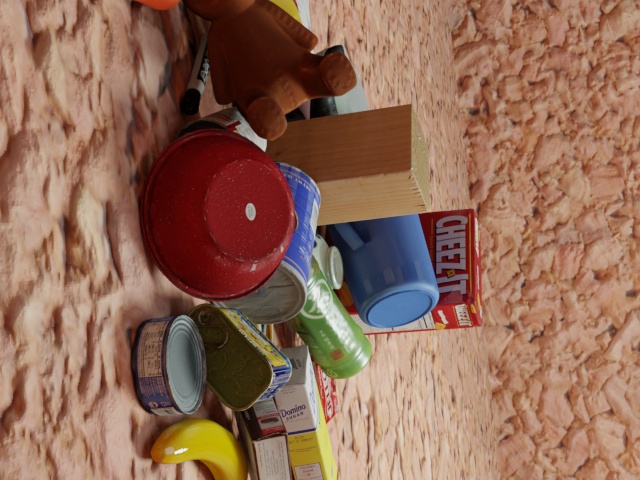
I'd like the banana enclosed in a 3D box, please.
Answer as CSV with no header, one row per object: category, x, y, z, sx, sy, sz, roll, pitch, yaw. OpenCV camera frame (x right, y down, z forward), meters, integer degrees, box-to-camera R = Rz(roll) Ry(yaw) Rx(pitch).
banana,-0.103,0.201,0.983,0.197,0.037,0.069,61,27,-55

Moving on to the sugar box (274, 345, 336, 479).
sugar box,-0.017,0.221,1.249,0.093,0.048,0.176,-88,169,-68

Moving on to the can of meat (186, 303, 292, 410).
can of meat,-0.080,0.107,1.002,0.102,0.057,0.084,45,7,12

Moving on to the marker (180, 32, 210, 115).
marker,-0.124,-0.170,1.093,0.020,0.020,0.121,68,22,-43

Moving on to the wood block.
wood block,0.012,-0.078,1.193,0.090,0.206,0.090,61,27,-54

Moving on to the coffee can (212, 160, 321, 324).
coffee can,-0.057,0.001,1.107,0.140,0.103,0.103,-82,159,-43

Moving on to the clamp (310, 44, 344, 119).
clamp,-0.008,-0.204,1.435,0.165,0.036,0.210,-124,-157,-45

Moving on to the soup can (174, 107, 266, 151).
soup can,-0.098,-0.094,1.065,0.102,0.068,0.068,-47,128,-71

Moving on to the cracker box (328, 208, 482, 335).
cracker box,0.116,0.044,1.504,0.072,0.214,0.164,66,23,-51

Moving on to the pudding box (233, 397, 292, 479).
pudding box,-0.056,0.207,1.059,0.090,0.039,0.113,-121,-160,-54

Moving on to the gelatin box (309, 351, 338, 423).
gelatin box,-0.003,0.188,1.362,0.073,0.030,0.089,-22,104,-74

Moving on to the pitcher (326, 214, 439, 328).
pitcher,0.068,-0.013,1.418,0.145,0.149,0.243,103,-24,-54

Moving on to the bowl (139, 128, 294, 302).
bowl,-0.079,-0.025,0.967,0.161,0.055,0.162,3,85,-36

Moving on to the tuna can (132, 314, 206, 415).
tuna can,-0.131,0.109,0.926,0.086,0.034,0.086,-7,90,-75
